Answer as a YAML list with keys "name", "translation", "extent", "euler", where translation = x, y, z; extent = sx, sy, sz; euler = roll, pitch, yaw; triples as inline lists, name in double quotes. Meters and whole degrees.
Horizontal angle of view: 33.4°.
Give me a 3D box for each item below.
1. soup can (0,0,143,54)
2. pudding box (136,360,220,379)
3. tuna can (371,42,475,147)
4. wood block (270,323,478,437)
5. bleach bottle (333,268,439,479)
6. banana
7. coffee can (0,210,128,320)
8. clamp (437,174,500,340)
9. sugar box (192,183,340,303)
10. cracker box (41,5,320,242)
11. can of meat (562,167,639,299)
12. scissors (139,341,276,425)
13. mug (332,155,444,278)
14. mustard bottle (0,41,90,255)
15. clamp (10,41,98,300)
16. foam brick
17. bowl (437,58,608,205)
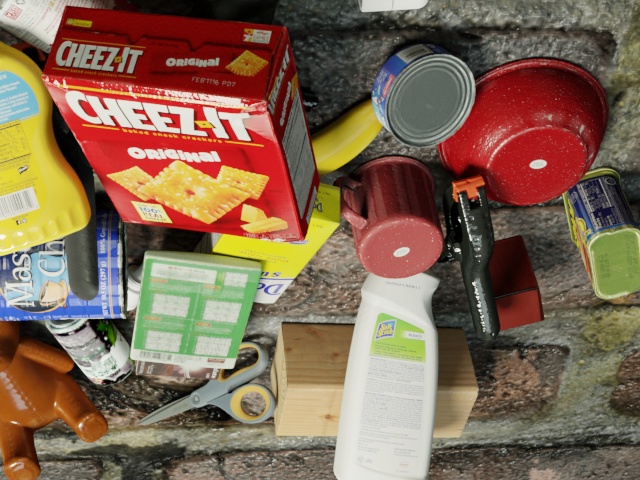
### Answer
- name: "soup can"
  translation: [-0.198, -0.176, 0.824]
  extent: [0.102, 0.068, 0.069]
  euler: [28, 125, -29]
- name: "pudding box"
  translation: [-0.141, 0.095, 1.115]
  extent: [0.090, 0.039, 0.114]
  euler: [6, 133, -13]
- name: "tuna can"
  translation: [0.088, -0.125, 0.917]
  extent: [0.086, 0.034, 0.086]
  euler: [-12, 124, -19]
- name: "wood block"
  translation: [0.056, 0.154, 1.164]
  extent: [0.206, 0.090, 0.091]
  euler: [3, 135, -10]
- name: "bleach bottle"
  translation: [0.079, 0.122, 1.071]
  extent: [0.102, 0.068, 0.251]
  euler: [9, 93, -10]
- name: "banana"
  translation: [-0.027, -0.079, 0.962]
  extent: [0.198, 0.037, 0.069]
  euler: [-13, 135, 5]
- name: "coffee can"
  translation: [-0.251, 0.023, 0.986]
  extent: [0.140, 0.103, 0.103]
  euler: [-1, 134, -7]
- name: "clamp"
  translation: [0.142, 0.013, 0.998]
  extent: [0.039, 0.120, 0.171]
  euler: [-23, 148, -9]
- name: "sugar box"
  translation: [-0.056, 0.002, 0.999]
  extent: [0.093, 0.048, 0.176]
  euler: [11, 147, -18]
- name: "cracker box"
  translation: [-0.096, -0.079, 0.812]
  extent: [0.164, 0.072, 0.213]
  euler: [7, 155, 10]
- name: "can of meat"
  translation: [0.279, -0.005, 1.042]
  extent: [0.057, 0.084, 0.102]
  euler: [-16, 134, 8]
- name: "scissors"
  translation: [-0.121, 0.187, 1.183]
  extent: [0.202, 0.096, 0.016]
  euler: [-43, 157, 26]
- name: "mug"
  translation: [0.060, -0.023, 0.997]
  extent: [0.117, 0.081, 0.093]
  euler: [25, 126, -28]
- name: "mustard bottle"
  translation: [-0.248, -0.089, 0.807]
  extent: [0.096, 0.058, 0.191]
  euler: [-17, 103, -3]
- name: "clamp"
  translation: [-0.202, -0.066, 0.889]
  extent: [0.036, 0.164, 0.210]
  euler: [-7, 129, 29]
- name: "foam brick"
  translation: [0.191, 0.043, 1.082]
  extent: [0.051, 0.078, 0.053]
  euler: [-14, 132, 7]
- name: "bowl"
  translation: [0.191, -0.084, 0.974]
  extent: [0.162, 0.055, 0.162]
  euler: [-4, 134, -4]
